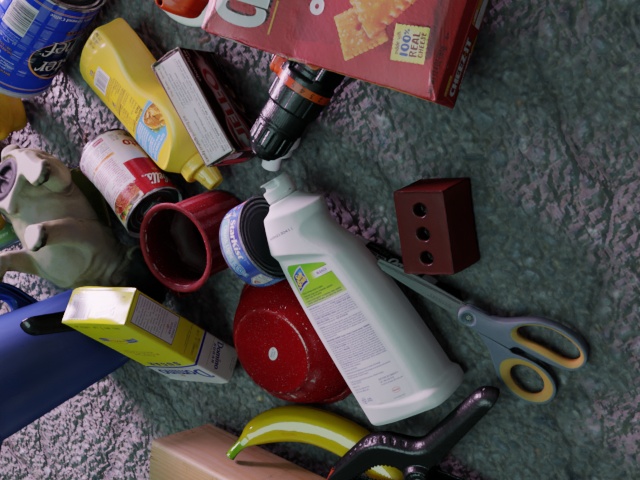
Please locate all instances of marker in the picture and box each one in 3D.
[{"bbox_3d":[0.080,0.030,0.995,0.121,0.020,0.020,30,122,24],"label":"marker"}]

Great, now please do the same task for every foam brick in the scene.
[{"bbox_3d":[0.103,-0.013,0.943,0.053,0.051,0.078,0,107,36],"label":"foam brick"}]

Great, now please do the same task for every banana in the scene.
[{"bbox_3d":[0.003,0.209,1.092,0.198,0.037,0.069,9,87,19],"label":"banana"}]

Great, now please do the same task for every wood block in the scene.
[{"bbox_3d":[-0.081,0.275,1.120,0.206,0.090,0.091,16,106,40],"label":"wood block"}]

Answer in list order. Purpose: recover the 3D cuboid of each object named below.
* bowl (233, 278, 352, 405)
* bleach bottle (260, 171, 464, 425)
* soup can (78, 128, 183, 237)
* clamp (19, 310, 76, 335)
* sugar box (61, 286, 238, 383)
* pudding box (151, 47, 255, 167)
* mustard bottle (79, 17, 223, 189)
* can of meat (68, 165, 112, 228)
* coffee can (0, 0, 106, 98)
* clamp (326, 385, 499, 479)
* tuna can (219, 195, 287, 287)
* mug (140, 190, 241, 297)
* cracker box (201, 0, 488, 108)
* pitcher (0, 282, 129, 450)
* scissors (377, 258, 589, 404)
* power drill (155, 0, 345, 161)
[{"bbox_3d":[-0.034,0.103,1.081,0.162,0.055,0.162,13,115,31],"label":"bowl"},{"bbox_3d":[0.027,0.046,0.993,0.103,0.068,0.251,-28,96,40],"label":"bleach bottle"},{"bbox_3d":[-0.200,-0.061,1.118,0.102,0.068,0.069,48,128,27],"label":"soup can"},{"bbox_3d":[-0.248,0.081,1.169,0.171,0.120,0.039,30,140,-19],"label":"clamp"},{"bbox_3d":[-0.174,0.102,1.115,0.094,0.176,0.048,-1,62,36],"label":"sugar box"},{"bbox_3d":[-0.105,-0.127,1.020,0.039,0.090,0.113,-31,88,16],"label":"pudding box"},{"bbox_3d":[-0.165,-0.128,1.083,0.192,0.058,0.096,50,147,9],"label":"mustard bottle"},{"bbox_3d":[-0.290,-0.033,1.212,0.084,0.057,0.102,-6,104,34],"label":"can of meat"},{"bbox_3d":[-0.299,-0.232,1.115,0.103,0.102,0.141,53,128,8],"label":"coffee can"},{"bbox_3d":[0.098,0.208,1.002,0.210,0.036,0.164,-5,115,24],"label":"clamp"},{"bbox_3d":[-0.057,0.001,1.040,0.034,0.085,0.086,-26,91,40],"label":"tuna can"},{"bbox_3d":[-0.125,0.007,1.093,0.093,0.081,0.117,29,121,24],"label":"mug"},{"bbox_3d":[0.028,-0.215,0.860,0.214,0.072,0.164,20,98,18],"label":"cracker box"},{"bbox_3d":[-0.329,0.125,1.179,0.145,0.242,0.149,20,117,28],"label":"pitcher"},{"bbox_3d":[0.139,0.086,0.960,0.202,0.016,0.096,17,122,21],"label":"scissors"},{"bbox_3d":[-0.057,-0.190,0.964,0.188,0.057,0.184,39,107,13],"label":"power drill"}]
